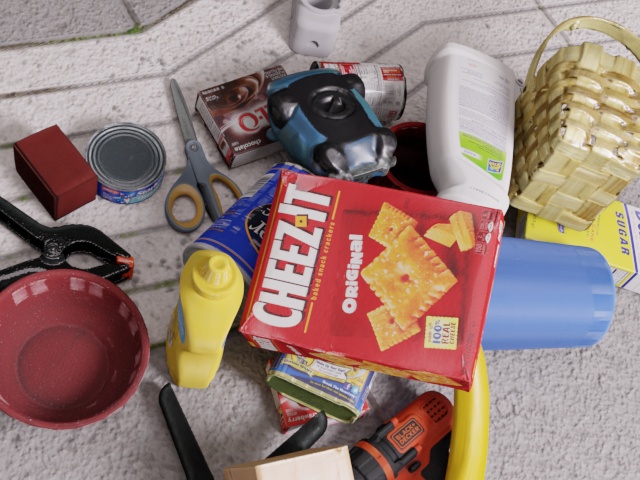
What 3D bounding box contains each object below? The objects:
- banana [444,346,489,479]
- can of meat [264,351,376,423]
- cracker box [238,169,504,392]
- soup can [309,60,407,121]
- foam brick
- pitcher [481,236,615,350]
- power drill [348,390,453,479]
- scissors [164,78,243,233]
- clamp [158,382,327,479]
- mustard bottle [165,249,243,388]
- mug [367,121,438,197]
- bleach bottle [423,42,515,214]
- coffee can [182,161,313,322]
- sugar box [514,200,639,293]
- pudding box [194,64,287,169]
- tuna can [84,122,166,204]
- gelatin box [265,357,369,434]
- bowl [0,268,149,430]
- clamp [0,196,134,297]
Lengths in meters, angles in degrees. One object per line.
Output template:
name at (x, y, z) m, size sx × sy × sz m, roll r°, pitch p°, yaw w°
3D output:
banana at (0.137, 0.185, 1.000) m, size 0.037 × 0.069 × 0.197 m, roll 2°, pitch 59°, yaw 18°
can of meat at (0.006, 0.118, 1.036) m, size 0.102 × 0.057 × 0.084 m, roll 25°, pitch 64°, yaw 2°
cracker box at (0.049, 0.035, 0.981) m, size 0.214 × 0.072 × 0.164 m, roll 11°, pitch 75°, yaw 10°
soup can at (0.041, -0.172, 1.229) m, size 0.102 × 0.069 × 0.068 m, roll -1°, pitch 63°, yaw -14°
foam brick at (-0.276, -0.071, 1.110) m, size 0.051 × 0.053 × 0.078 m, roll -33°, pitch 75°, yaw -26°
pitcher at (0.174, 0.046, 1.116) m, size 0.242 × 0.145 × 0.149 m, roll 3°, pitch 88°, yaw -16°
power drill at (0.105, 0.258, 1.020) m, size 0.184 × 0.057 × 0.188 m, roll -36°, pitch 75°, yaw -27°
scissors at (-0.153, -0.087, 1.168) m, size 0.096 × 0.016 × 0.202 m, roll -26°, pitch 71°, yaw -24°
clamp at (-0.080, 0.238, 0.989) m, size 0.164 × 0.036 × 0.210 m, roll 3°, pitch 65°, yaw 3°
mustard bottle at (-0.108, 0.063, 0.996) m, size 0.058 × 0.192 × 0.096 m, roll 8°, pitch 61°, yaw -9°
mug at (0.108, -0.076, 1.186) m, size 0.117 × 0.082 × 0.093 m, roll -28°, pitch 72°, yaw -25°
bleach bottle at (0.150, -0.095, 1.111) m, size 0.102 × 0.068 × 0.250 m, roll 21°, pitch 48°, yaw -10°
coffee can at (-0.057, 0.001, 1.093) m, size 0.103 × 0.103 × 0.140 m, roll 39°, pitch 61°, yaw 9°
sugar box at (0.312, -0.005, 1.217) m, size 0.176 × 0.048 × 0.093 m, roll 16°, pitch 58°, yaw -3°
pudding box at (-0.072, -0.140, 1.202) m, size 0.113 × 0.039 × 0.090 m, roll -23°, pitch 71°, yaw -23°
tuna can at (-0.209, -0.082, 1.142) m, size 0.086 × 0.034 × 0.086 m, roll 6°, pitch 61°, yaw -10°
gelatin box at (-0.003, 0.148, 1.069) m, size 0.089 × 0.030 × 0.073 m, roll -9°, pitch 66°, yaw -17°
bowl at (-0.246, 0.110, 1.018) m, size 0.162 × 0.055 × 0.162 m, roll 6°, pitch 61°, yaw -10°
clamp at (-0.275, 0.007, 1.077) m, size 0.171 × 0.039 × 0.120 m, roll 2°, pitch 67°, yaw -16°
